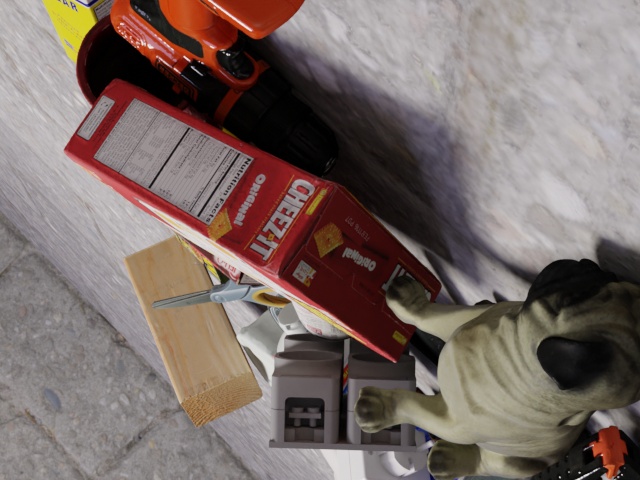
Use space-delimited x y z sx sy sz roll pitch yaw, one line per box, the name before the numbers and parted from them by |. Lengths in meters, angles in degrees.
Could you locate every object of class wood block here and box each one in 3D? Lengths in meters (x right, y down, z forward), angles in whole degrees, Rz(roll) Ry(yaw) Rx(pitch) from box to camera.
wood block | -0.154 0.105 1.286 0.091 0.090 0.206 74 170 -60

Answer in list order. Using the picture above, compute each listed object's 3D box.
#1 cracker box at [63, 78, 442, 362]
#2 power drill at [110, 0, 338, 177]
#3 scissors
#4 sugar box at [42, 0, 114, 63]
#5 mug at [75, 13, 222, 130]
cracker box | -0.043 -0.016 0.713 0.214 0.072 0.164 28 174 37
power drill | -0.054 -0.122 0.649 0.184 0.057 0.188 38 163 3
scissors | -0.099 0.041 1.045 0.202 0.016 0.096 -1 143 23
sugar box | -0.188 -0.191 0.860 0.093 0.048 0.176 40 164 24
mug | -0.124 -0.113 0.814 0.117 0.093 0.081 33 168 3
